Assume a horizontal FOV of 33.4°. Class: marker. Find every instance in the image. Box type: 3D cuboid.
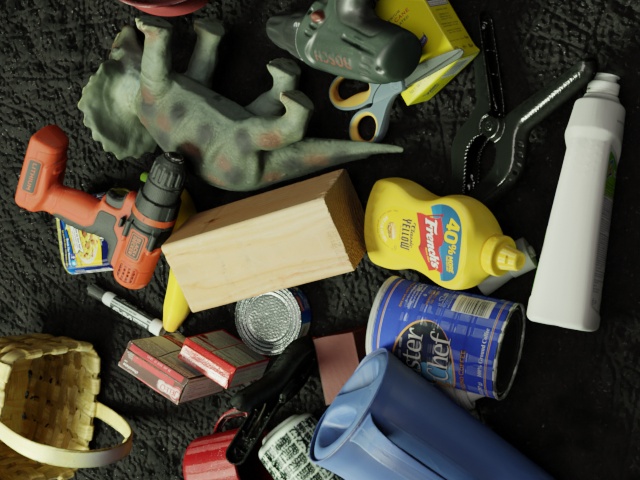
[{"bbox_3d":[-0.243,0.085,1.331,0.121,0.020,0.020,27,104,21],"label":"marker"}]

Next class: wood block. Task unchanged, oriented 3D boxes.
[{"bbox_3d":[-0.058,0.001,1.189,0.206,0.090,0.090,-15,110,25],"label":"wood block"}]

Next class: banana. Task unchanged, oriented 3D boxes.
[{"bbox_3d":[-0.172,0.010,1.288,0.070,0.037,0.198,-9,88,42],"label":"banana"}]

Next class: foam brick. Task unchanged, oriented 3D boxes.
[{"bbox_3d":[0.030,0.139,1.189,0.051,0.052,0.078,-12,88,25],"label":"foam brick"}]

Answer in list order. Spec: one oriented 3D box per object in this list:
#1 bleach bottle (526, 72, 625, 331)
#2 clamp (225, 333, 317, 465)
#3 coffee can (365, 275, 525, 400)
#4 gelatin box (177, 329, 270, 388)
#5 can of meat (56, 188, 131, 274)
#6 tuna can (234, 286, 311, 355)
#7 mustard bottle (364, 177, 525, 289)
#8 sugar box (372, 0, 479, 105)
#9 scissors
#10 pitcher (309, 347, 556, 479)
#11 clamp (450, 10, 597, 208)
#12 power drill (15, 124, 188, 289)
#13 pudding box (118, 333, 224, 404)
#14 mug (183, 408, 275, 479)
[{"bbox_3d":[0.262,-0.038,1.059,0.068,0.102,0.251,10,89,21],"label":"bleach bottle"},{"bbox_3d":[-0.049,0.158,1.169,0.039,0.171,0.120,31,149,12],"label":"clamp"},{"bbox_3d":[0.131,0.100,1.113,0.140,0.102,0.103,11,98,24],"label":"coffee can"},{"bbox_3d":[-0.111,0.137,1.234,0.073,0.089,0.030,29,104,20],"label":"gelatin box"},{"bbox_3d":[-0.276,-0.010,1.321,0.084,0.057,0.102,-6,91,26],"label":"can of meat"},{"bbox_3d":[-0.054,0.088,1.236,0.086,0.033,0.086,2,94,25],"label":"tuna can"},{"bbox_3d":[0.129,-0.001,1.096,0.192,0.058,0.096,19,110,45],"label":"mustard bottle"},{"bbox_3d":[0.087,-0.243,1.130,0.093,0.048,0.176,-41,77,47],"label":"sugar box"},{"bbox_3d":[0.082,-0.147,1.128,0.202,0.016,0.096,4,109,49],"label":"scissors"},{"bbox_3d":[0.120,0.227,1.063,0.242,0.149,0.145,34,137,-9],"label":"pitcher"},{"bbox_3d":[0.180,-0.126,1.102,0.165,0.036,0.210,47,122,41],"label":"clamp"},{"bbox_3d":[-0.249,-0.055,1.219,0.188,0.057,0.185,31,120,10],"label":"power drill"},{"bbox_3d":[-0.167,0.148,1.248,0.090,0.113,0.039,31,103,20],"label":"pudding box"},{"bbox_3d":[-0.105,0.252,1.246,0.082,0.093,0.117,-17,57,29],"label":"mug"}]
